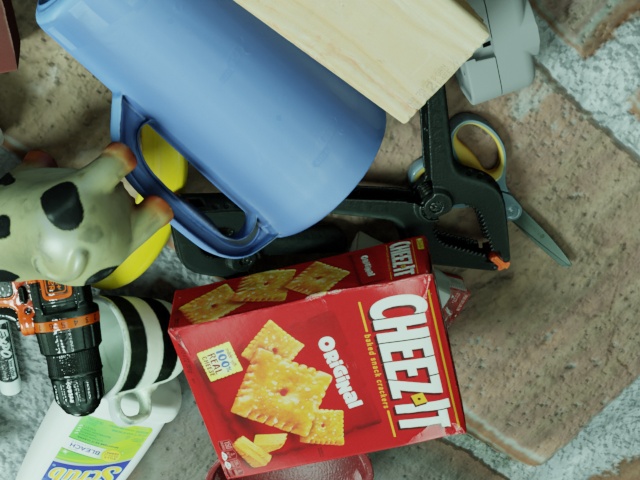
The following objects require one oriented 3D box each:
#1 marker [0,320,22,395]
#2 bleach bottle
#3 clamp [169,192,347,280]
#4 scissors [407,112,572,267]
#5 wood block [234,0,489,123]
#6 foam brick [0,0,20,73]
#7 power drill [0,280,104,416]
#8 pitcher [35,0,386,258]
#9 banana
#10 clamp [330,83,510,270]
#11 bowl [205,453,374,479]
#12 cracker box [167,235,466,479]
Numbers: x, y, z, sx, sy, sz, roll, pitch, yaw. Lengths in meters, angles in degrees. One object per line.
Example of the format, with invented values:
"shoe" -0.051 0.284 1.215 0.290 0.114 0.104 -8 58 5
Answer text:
"marker" -0.274 0.082 0.918 0.020 0.020 0.121 -5 124 -9
"bleach bottle" -0.225 0.215 0.993 0.102 0.068 0.251 18 120 -23
"clamp" -0.056 0.001 0.886 0.120 0.039 0.171 -40 141 5
"scissors" 0.146 -0.025 0.940 0.096 0.016 0.201 -27 124 8
"wood block" 0.004 -0.181 0.712 0.205 0.091 0.090 31 113 -32
"foam brick" -0.243 -0.159 0.742 0.053 0.051 0.078 -8 125 -8
"power drill" -0.270 0.060 0.844 0.187 0.057 0.184 -9 92 -6
"pitcher" -0.083 -0.112 0.760 0.145 0.149 0.242 -34 122 29
"banana" -0.147 -0.026 0.861 0.069 0.037 0.198 20 117 -26
"clamp" 0.094 -0.046 0.883 0.209 0.036 0.165 31 113 -28
"bowl" -0.032 0.211 1.026 0.162 0.055 0.162 -4 134 -5
"cracker box" 0.001 0.101 0.882 0.214 0.072 0.164 -12 119 7
